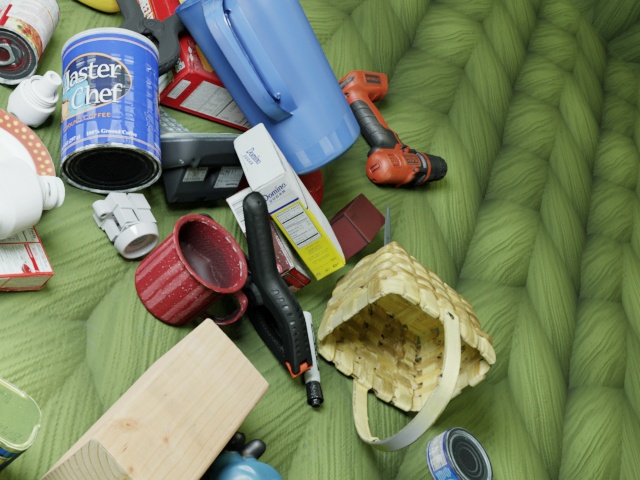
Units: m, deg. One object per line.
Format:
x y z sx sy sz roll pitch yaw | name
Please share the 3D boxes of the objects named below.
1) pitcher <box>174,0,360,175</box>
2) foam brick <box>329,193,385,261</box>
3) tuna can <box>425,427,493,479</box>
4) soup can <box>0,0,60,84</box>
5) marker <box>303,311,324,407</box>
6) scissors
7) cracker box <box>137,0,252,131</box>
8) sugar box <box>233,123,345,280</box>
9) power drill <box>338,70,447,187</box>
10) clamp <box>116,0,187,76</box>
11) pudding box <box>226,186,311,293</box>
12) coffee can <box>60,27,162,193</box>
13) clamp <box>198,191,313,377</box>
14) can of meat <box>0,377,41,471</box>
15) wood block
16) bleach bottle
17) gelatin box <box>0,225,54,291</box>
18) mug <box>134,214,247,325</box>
-0.056 -0.196 1.233 0.149 0.145 0.243 -40 110 -26 | pitcher
0.042 -0.017 1.395 0.053 0.051 0.078 48 31 -3 | foam brick
0.168 0.268 1.280 0.086 0.034 0.086 32 36 -28 | tuna can
-0.319 -0.220 1.124 0.068 0.069 0.102 36 34 -24 | soup can
-0.012 0.134 1.202 0.020 0.020 0.121 25 40 -36 | marker
0.097 0.057 1.377 0.096 0.016 0.201 41 48 -33 | scissors
-0.128 -0.233 1.377 0.213 0.072 0.164 13 48 -46 | cracker box
-0.034 -0.041 1.203 0.176 0.048 0.093 52 10 -45 | sugar box
0.106 -0.167 1.624 0.184 0.057 0.188 -4 61 -53 | power drill
-0.207 -0.246 1.242 0.120 0.039 0.171 16 47 4 | clamp
-0.058 0.001 1.228 0.113 0.039 0.090 64 5 18 | pudding box
-0.217 -0.134 1.107 0.102 0.103 0.140 18 57 -42 | coffee can
-0.068 0.048 1.152 0.036 0.165 0.210 -28 103 -27 | clamp
-0.273 0.138 0.802 0.102 0.084 0.057 37 35 -22 | can of meat
-0.139 0.168 0.936 0.090 0.091 0.205 49 31 -5 | wood block
-0.335 -0.045 0.891 0.250 0.068 0.102 -4 61 -43 | bleach bottle
-0.293 0.009 0.960 0.089 0.030 0.073 -3 59 -52 | gelatin box
-0.127 0.041 1.090 0.117 0.082 0.093 43 33 -14 | mug
